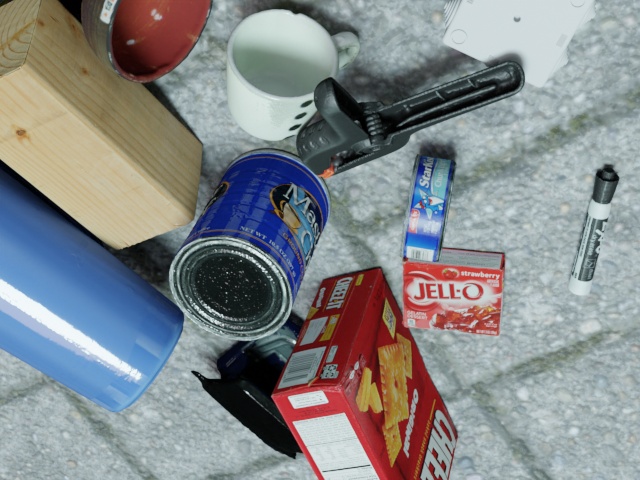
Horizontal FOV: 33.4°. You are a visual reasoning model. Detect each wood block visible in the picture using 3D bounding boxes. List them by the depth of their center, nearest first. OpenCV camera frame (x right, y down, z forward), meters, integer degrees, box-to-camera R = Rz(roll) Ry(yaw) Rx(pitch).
[{"bbox_3d":[-0.193,-0.091,0.862,0.091,0.090,0.206,-18,139,25],"label":"wood block"}]

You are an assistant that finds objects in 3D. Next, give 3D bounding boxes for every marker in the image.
[{"bbox_3d":[0.227,-0.007,0.888,0.020,0.020,0.121,10,125,9],"label":"marker"}]

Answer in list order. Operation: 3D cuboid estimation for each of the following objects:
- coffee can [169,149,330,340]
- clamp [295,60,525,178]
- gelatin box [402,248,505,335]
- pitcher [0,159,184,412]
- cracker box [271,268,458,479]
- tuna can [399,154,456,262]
[{"bbox_3d":[-0.056,0.001,0.898,0.103,0.140,0.103,8,125,11],"label":"coffee can"},{"bbox_3d":[0.049,-0.090,0.820,0.164,0.036,0.210,-9,171,-17],"label":"clamp"},{"bbox_3d":[0.117,0.045,0.947,0.089,0.030,0.073,5,124,12],"label":"gelatin box"},{"bbox_3d":[-0.238,0.032,0.912,0.242,0.149,0.145,36,167,-13],"label":"pitcher"},{"bbox_3d":[0.050,0.159,0.962,0.072,0.164,0.213,-14,119,26],"label":"cracker box"},{"bbox_3d":[0.088,-0.026,0.873,0.034,0.086,0.086,10,126,7],"label":"tuna can"}]
